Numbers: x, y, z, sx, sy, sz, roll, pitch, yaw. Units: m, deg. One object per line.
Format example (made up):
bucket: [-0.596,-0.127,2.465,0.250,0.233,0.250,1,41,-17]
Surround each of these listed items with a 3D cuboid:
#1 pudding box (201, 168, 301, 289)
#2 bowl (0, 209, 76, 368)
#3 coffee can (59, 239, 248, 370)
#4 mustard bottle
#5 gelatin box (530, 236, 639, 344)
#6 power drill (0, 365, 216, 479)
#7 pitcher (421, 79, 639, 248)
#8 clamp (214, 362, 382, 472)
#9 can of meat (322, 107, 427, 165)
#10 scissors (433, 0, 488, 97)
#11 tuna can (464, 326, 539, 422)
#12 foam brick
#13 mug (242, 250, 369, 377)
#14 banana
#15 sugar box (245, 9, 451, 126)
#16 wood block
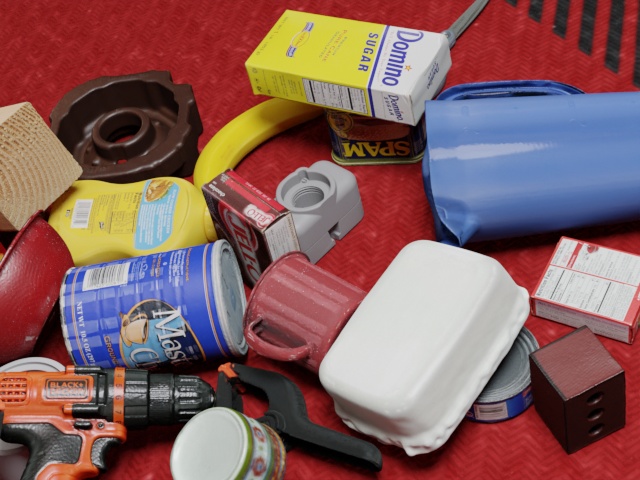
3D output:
pudding box: [-0.056,0.001,0.958,0.039,0.113,0.090,-37,49,-20]
bowl: [-0.266,0.055,0.965,0.055,0.162,0.162,27,52,-6]
coffee can: [-0.142,0.062,0.933,0.140,0.103,0.103,-10,46,6]
mustard bottle: [-0.167,-0.016,1.042,0.192,0.058,0.096,-3,57,13]
gelatin box: [0.231,0.041,0.899,0.089,0.030,0.073,15,55,28]
power drill: [-0.173,0.186,0.827,0.184,0.057,0.187,0,57,-7]
pitcher: [0.211,-0.077,0.949,0.243,0.149,0.145,-5,3,6]
clamp: [-0.028,0.155,0.856,0.120,0.039,0.171,-25,49,-5]
can of meat: [0.055,-0.125,1.065,0.102,0.084,0.057,0,48,15]
scissors: [0.119,-0.219,1.183,0.096,0.016,0.201,9,51,23]
tuna can: [0.135,0.104,0.863,0.086,0.034,0.086,-8,46,8]
foam brick: [0.195,0.114,0.808,0.053,0.078,0.051,-26,47,-7]
mug: [-0.012,0.070,0.892,0.082,0.093,0.117,27,29,28]
banana: [-0.071,-0.102,1.116,0.070,0.037,0.197,38,66,10]
sugar box: [0.027,-0.168,1.022,0.176,0.048,0.093,12,52,26]
wood block: [-0.340,-0.068,1.066,0.207,0.090,0.090,0,42,50]
